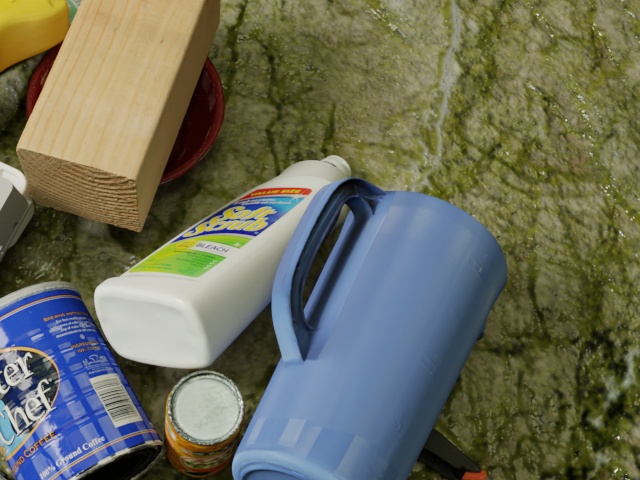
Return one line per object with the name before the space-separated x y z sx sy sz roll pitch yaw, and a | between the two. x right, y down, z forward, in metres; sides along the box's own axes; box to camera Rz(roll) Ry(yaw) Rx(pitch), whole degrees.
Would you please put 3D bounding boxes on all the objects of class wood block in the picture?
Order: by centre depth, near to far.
wood block | -0.149 -0.124 0.823 0.090 0.091 0.206 16 65 1

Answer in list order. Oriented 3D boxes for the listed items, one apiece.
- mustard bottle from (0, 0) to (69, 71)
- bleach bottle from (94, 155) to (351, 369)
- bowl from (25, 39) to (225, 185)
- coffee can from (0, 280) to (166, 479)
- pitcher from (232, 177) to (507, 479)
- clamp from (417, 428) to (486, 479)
mustard bottle | -0.284 -0.151 0.815 0.096 0.058 0.191 23 39 14
bleach bottle | -0.055 0.001 0.826 0.103 0.068 0.250 4 32 33
bowl | -0.161 -0.103 0.894 0.162 0.055 0.162 2 66 -5
coffee can | -0.189 0.115 0.767 0.102 0.103 0.140 -28 72 -17
pitcher | 0.029 0.082 0.759 0.149 0.145 0.242 22 53 11
clamp | 0.035 0.177 0.798 0.171 0.039 0.120 16 64 5
